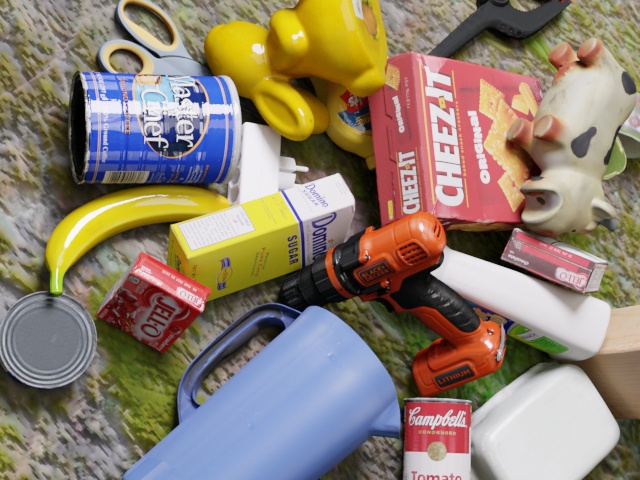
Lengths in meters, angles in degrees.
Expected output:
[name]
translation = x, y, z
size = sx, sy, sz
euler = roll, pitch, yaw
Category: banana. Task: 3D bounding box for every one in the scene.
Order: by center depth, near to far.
[banana]
translation = -0.179, -0.015, 0.992
size = 0.197, 0.037, 0.069
euler = -29, 84, -28

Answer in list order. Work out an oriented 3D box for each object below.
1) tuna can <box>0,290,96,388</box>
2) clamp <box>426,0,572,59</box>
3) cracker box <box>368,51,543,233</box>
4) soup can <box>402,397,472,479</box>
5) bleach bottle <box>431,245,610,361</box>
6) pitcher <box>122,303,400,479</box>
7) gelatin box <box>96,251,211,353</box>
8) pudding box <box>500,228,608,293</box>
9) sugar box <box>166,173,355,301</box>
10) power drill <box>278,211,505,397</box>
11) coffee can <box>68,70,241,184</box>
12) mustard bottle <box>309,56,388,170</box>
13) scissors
[tuna can]
translation = -0.245, 0.089, 0.951
size = 0.086, 0.034, 0.086
euler = 4, 79, -21
[clamp]
translation = 0.186, -0.260, 1.182
size = 0.209, 0.036, 0.164
euler = 4, 79, -21
[cracker box]
translation = 0.149, -0.093, 1.083
size = 0.213, 0.072, 0.164
euler = 2, 79, -44
[soup can]
translation = 0.115, 0.208, 1.053
size = 0.068, 0.069, 0.102
euler = 7, 78, -20
[bleach bottle]
translation = 0.164, 0.051, 1.095
size = 0.250, 0.103, 0.068
euler = 21, 77, -10
[pitcher]
translation = -0.061, 0.173, 0.967
size = 0.242, 0.149, 0.145
euler = -38, 110, -20
[gelatin box]
translation = -0.151, 0.057, 0.963
size = 0.073, 0.089, 0.030
euler = 32, 47, -14
[pudding box]
translation = 0.243, 0.022, 1.097
size = 0.090, 0.113, 0.039
euler = 25, 99, 21
[sugar box]
translation = -0.056, 0.001, 1.006
size = 0.176, 0.093, 0.048
euler = -17, 61, -22
[power drill]
translation = 0.076, 0.070, 1.032
size = 0.187, 0.185, 0.057
euler = 47, 37, -25
[coffee can]
translation = -0.154, -0.103, 0.984
size = 0.140, 0.103, 0.103
euler = -1, 81, -22
[mustard bottle]
translation = 0.041, -0.149, 1.094
size = 0.096, 0.058, 0.191
euler = -21, 89, -22
[scissors]
translation = -0.134, -0.153, 1.049
size = 0.201, 0.016, 0.096
euler = 45, 70, -9
